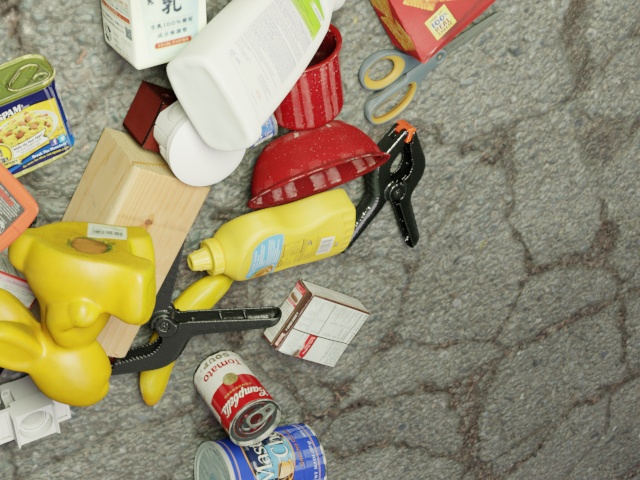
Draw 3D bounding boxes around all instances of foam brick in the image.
[{"bbox_3d":[-0.144,-0.115,1.053,0.078,0.053,0.051,14,112,-42],"label":"foam brick"}]

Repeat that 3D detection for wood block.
[{"bbox_3d":[-0.206,0.005,1.071,0.090,0.090,0.206,15,112,-41],"label":"wood block"}]

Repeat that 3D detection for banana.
[{"bbox_3d":[-0.158,0.107,1.218,0.069,0.037,0.198,30,101,-43],"label":"banana"}]

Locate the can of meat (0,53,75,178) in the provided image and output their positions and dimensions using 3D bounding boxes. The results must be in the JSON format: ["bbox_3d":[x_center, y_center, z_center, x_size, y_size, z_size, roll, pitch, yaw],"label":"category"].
[{"bbox_3d":[-0.278,-0.107,0.959,0.102,0.057,0.084,-27,135,-18],"label":"can of meat"}]

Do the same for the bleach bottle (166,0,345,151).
[{"bbox_3d":[-0.038,-0.195,0.998,0.250,0.068,0.102,-53,126,-37],"label":"bleach bottle"}]

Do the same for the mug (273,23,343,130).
[{"bbox_3d":[-0.016,-0.174,1.089,0.081,0.093,0.117,81,29,-45],"label":"mug"}]

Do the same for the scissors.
[{"bbox_3d":[0.118,-0.215,1.198,0.202,0.016,0.096,-45,136,0],"label":"scissors"}]

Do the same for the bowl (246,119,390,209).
[{"bbox_3d":[-0.010,-0.086,1.137,0.162,0.055,0.162,-19,176,-2],"label":"bowl"}]

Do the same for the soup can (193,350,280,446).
[{"bbox_3d":[-0.101,0.186,1.271,0.068,0.102,0.068,-19,130,-24],"label":"soup can"}]

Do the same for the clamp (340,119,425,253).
[{"bbox_3d":[0.074,-0.057,1.266,0.120,0.039,0.171,-16,123,-32],"label":"clamp"}]

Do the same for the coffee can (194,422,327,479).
[{"bbox_3d":[-0.077,0.296,1.370,0.140,0.103,0.103,-6,124,-33],"label":"coffee can"}]

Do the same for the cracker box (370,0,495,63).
[{"bbox_3d":[0.110,-0.312,1.080,0.164,0.072,0.213,-41,135,-5],"label":"cracker box"}]

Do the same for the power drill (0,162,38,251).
[{"bbox_3d":[-0.322,-0.075,0.859,0.057,0.188,0.184,-49,141,-13],"label":"power drill"}]

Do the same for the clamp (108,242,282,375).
[{"bbox_3d":[-0.158,0.087,1.160,0.210,0.036,0.164,-42,112,18],"label":"clamp"}]

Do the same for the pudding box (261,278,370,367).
[{"bbox_3d":[-0.004,0.105,1.329,0.113,0.039,0.090,21,107,-45],"label":"pudding box"}]

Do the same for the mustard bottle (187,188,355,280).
[{"bbox_3d":[-0.058,0.001,1.194,0.191,0.058,0.096,-16,152,-26],"label":"mustard bottle"}]

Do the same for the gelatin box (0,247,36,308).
[{"bbox_3d":[-0.316,0.023,1.014,0.089,0.073,0.030,26,104,-45],"label":"gelatin box"}]
